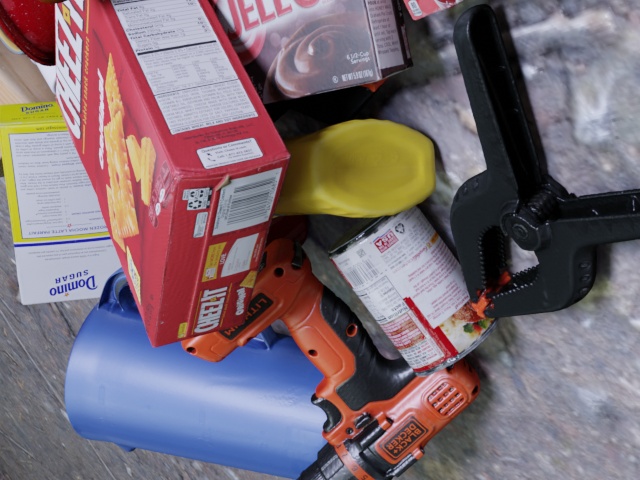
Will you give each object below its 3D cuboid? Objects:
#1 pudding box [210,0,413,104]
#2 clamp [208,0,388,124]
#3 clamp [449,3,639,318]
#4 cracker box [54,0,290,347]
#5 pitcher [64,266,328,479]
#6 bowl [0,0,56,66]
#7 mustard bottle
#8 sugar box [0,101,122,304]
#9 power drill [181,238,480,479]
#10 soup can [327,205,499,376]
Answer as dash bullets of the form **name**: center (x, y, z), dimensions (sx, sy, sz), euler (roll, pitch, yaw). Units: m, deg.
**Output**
- **pudding box**: center (-0.009, -0.126, 0.592), dimensions (0.114, 0.039, 0.090), euler (-5, 102, 39)
- **clamp**: center (-0.029, -0.118, 0.674), dimensions (0.172, 0.039, 0.120), euler (0, 139, 48)
- **clamp**: center (0.114, -0.024, 0.590), dimensions (0.164, 0.036, 0.210), euler (44, 151, 10)
- **cracker box**: center (-0.102, -0.069, 0.647), dimensions (0.214, 0.072, 0.164), euler (62, 153, 29)
- **pitcher**: center (-0.080, 0.117, 0.889), dimensions (0.243, 0.145, 0.149), euler (9, 160, 20)
- **bowl**: center (-0.179, -0.202, 0.719), dimensions (0.055, 0.162, 0.162), euler (-11, 125, 12)
- **mustard bottle**: center (-0.019, -0.041, 0.698), dimensions (0.192, 0.096, 0.058), euler (-1, 94, 55)
- **sugar box**: center (-0.216, -0.031, 0.905), dimensions (0.048, 0.093, 0.176), euler (-111, 21, -52)
- **power drill**: center (-0.008, 0.105, 0.763), dimensions (0.187, 0.184, 0.057), euler (43, -169, -16)
- **soup can**: center (0.060, 0.029, 0.698), dimensions (0.102, 0.068, 0.069), euler (53, 152, -5)
